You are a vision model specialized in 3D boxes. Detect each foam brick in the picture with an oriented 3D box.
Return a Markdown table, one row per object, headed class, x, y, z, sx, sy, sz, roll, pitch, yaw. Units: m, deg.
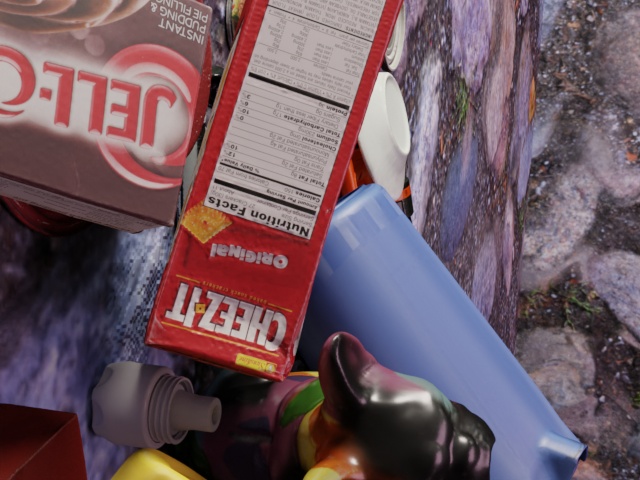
| class | x | y | z | sx | sy | sz | roll | pitch | yaw |
| --- | --- | --- | --- | --- | --- | --- | --- | --- | --- |
| foam brick | -0.131 | 0.103 | 0.409 | 0.078 | 0.051 | 0.053 | -46 | 137 | -65 |

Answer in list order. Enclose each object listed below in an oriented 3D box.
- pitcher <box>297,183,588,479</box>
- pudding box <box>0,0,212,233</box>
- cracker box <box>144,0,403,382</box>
| class | x | y | z | sx | sy | sz | roll | pitch | yaw |
| --- | --- | --- | --- | --- | --- | --- | --- | --- | --- |
| pitcher | 0.056 | 0.090 | 0.735 | 0.243 | 0.149 | 0.145 | 55 | 2 | -3 |
| pudding box | -0.100 | -0.060 | 0.390 | 0.113 | 0.039 | 0.090 | 17 | 74 | -31 |
| cracker box | -0.022 | -0.048 | 0.532 | 0.164 | 0.072 | 0.214 | -178 | -75 | -83 |
